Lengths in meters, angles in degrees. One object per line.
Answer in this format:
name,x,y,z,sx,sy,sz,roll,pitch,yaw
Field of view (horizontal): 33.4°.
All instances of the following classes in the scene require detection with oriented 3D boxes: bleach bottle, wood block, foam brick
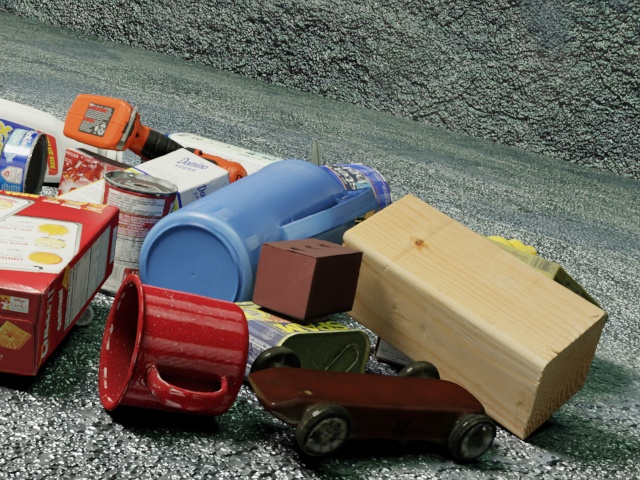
bleach bottle,-0.362,-0.124,1.275,0.250,0.103,0.068,7,17,-20
wood block,0.120,0.058,0.893,0.206,0.090,0.090,35,48,31
foam brick,-0.010,0.029,0.855,0.053,0.051,0.078,16,11,29

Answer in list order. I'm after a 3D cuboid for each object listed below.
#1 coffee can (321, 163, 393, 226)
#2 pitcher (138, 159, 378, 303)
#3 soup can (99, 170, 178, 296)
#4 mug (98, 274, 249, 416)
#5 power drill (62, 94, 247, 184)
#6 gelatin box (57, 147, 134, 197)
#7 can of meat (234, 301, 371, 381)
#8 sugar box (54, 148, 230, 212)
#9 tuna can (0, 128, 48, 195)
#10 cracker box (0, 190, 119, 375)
coffee can,0.012,-0.042,1.305,0.103,0.103,0.140,20,15,28
pitcher,-0.056,0.001,0.990,0.145,0.149,0.242,29,20,12
soup can,-0.172,-0.005,0.972,0.068,0.102,0.068,13,13,-3
mug,-0.096,0.080,0.726,0.081,0.093,0.117,13,15,-24
power drill,-0.197,-0.106,1.223,0.185,0.057,0.187,14,-8,45
gelatin box,-0.245,-0.055,1.171,0.089,0.073,0.030,21,15,26
can of meat,-0.026,0.085,0.843,0.101,0.057,0.084,1,15,-43
sugar box,-0.186,-0.036,1.082,0.175,0.048,0.093,-22,33,-32
tuna can,-0.324,-0.078,1.162,0.033,0.086,0.086,11,13,-2
cracker box,-0.259,0.021,0.808,0.164,0.072,0.213,8,18,1
